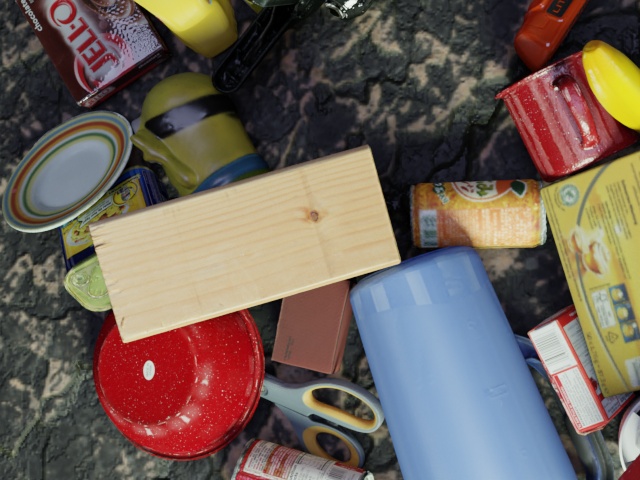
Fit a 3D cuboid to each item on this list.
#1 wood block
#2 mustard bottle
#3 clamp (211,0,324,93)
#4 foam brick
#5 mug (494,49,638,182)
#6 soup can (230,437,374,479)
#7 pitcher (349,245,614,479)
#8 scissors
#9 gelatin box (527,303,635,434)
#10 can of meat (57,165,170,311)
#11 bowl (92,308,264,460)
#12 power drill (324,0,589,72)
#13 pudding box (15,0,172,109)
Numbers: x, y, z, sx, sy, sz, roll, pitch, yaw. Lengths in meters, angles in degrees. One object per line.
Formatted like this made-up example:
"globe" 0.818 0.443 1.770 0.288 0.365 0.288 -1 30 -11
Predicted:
"wood block" -0.055 0.001 0.794 0.206 0.090 0.091 -16 93 -3
"mustard bottle" -0.122 -0.207 0.839 0.058 0.191 0.096 -32 83 6
"clamp" -0.023 -0.201 0.854 0.039 0.120 0.171 38 64 0
"foam brick" -0.004 0.066 0.879 0.053 0.051 0.078 12 89 10
"mug" 0.195 -0.097 0.825 0.093 0.117 0.081 -25 89 5
"soup can" -0.015 0.204 0.858 0.102 0.068 0.068 13 89 17
"pitcher" 0.120 0.129 0.827 0.145 0.149 0.243 -23 81 22
"scissors" -0.038 0.140 0.894 0.202 0.016 0.096 8 116 27
"gelatin box" 0.204 0.098 0.832 0.030 0.073 0.089 -29 84 32
"can of meat" -0.167 -0.004 0.887 0.102 0.057 0.084 -31 44 6
"bowl" -0.130 0.104 0.879 0.162 0.055 0.162 -1 87 21
"power drill" 0.118 -0.216 0.856 0.188 0.057 0.184 35 80 7
"pudding box" -0.196 -0.184 0.926 0.090 0.039 0.113 -33 82 6
